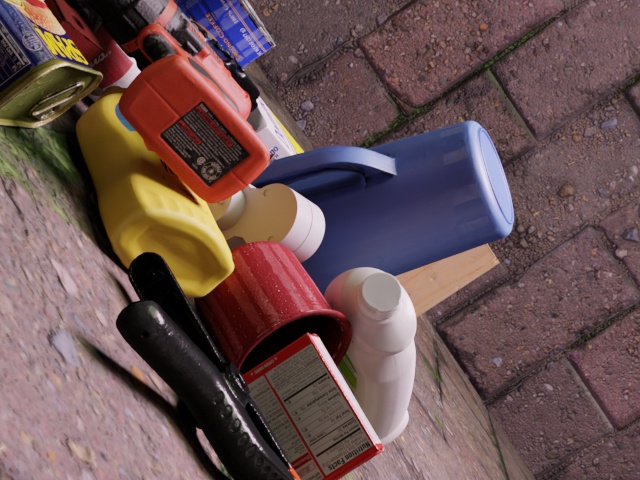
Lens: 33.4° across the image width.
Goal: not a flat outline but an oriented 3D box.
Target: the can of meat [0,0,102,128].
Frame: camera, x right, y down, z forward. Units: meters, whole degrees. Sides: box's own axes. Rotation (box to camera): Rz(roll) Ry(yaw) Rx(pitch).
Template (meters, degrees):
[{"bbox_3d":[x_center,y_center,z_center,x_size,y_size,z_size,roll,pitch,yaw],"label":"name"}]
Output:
[{"bbox_3d":[-0.187,-0.118,0.639,0.084,0.057,0.102,54,7,0],"label":"can of meat"}]

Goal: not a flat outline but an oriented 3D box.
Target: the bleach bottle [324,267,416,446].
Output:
[{"bbox_3d":[0.038,0.091,0.835,0.102,0.068,0.251,56,-16,18],"label":"bleach bottle"}]

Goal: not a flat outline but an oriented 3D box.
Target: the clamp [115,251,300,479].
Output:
[{"bbox_3d":[-0.064,0.086,0.605,0.171,0.039,0.120,56,8,-6],"label":"clamp"}]

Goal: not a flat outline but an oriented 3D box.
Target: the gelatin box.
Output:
[{"bbox_3d":[-0.012,0.116,0.685,0.089,0.073,0.030,58,7,15],"label":"gelatin box"}]

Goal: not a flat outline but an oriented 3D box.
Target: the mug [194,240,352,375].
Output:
[{"bbox_3d":[-0.038,0.063,0.757,0.081,0.093,0.117,55,-26,36],"label":"mug"}]

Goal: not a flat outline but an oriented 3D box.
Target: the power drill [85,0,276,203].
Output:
[{"bbox_3d":[-0.105,-0.119,0.735,0.184,0.057,0.188,45,12,-30],"label":"power drill"}]

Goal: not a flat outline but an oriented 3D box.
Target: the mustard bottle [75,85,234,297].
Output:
[{"bbox_3d":[-0.125,-0.049,0.745,0.096,0.058,0.192,36,18,-43],"label":"mustard bottle"}]

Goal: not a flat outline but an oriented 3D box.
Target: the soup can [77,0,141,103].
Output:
[{"bbox_3d":[-0.172,-0.148,0.849,0.068,0.068,0.102,60,7,34],"label":"soup can"}]

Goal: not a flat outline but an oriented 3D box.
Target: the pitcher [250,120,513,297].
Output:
[{"bbox_3d":[0.040,-0.027,0.960,0.149,0.243,0.145,-39,110,-70],"label":"pitcher"}]

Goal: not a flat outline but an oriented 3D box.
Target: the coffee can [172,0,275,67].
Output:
[{"bbox_3d":[-0.132,-0.202,1.092,0.103,0.140,0.103,55,6,-9],"label":"coffee can"}]

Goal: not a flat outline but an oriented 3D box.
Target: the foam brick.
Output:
[{"bbox_3d":[-0.199,-0.156,0.754,0.078,0.051,0.053,59,7,24],"label":"foam brick"}]
